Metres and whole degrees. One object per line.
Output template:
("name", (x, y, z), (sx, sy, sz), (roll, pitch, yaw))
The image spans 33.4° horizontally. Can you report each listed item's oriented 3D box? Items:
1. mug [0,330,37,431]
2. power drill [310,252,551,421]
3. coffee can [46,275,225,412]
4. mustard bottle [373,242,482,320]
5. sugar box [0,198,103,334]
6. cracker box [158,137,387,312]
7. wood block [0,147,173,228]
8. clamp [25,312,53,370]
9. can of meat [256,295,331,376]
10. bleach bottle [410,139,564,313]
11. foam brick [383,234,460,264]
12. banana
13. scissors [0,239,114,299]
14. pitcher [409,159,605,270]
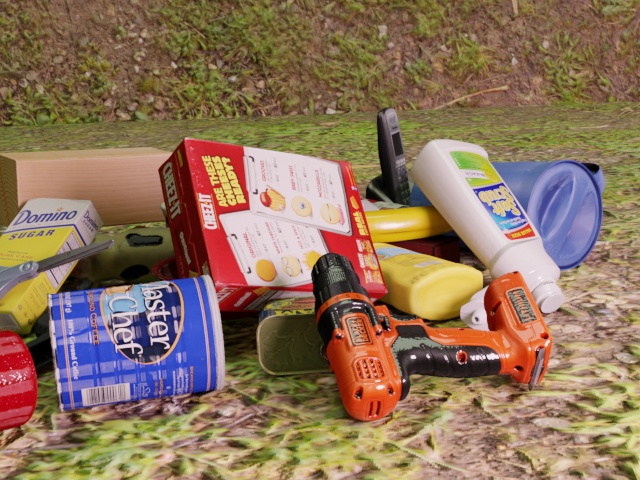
("mug", (-0.289, 0.123, 0.869), (0.081, 0.093, 0.117), (-8, -23, -42))
("power drill", (0.091, 0.072, 0.923), (0.187, 0.057, 0.184), (-5, 42, -9))
("coffee can", (-0.161, 0.088, 0.926), (0.140, 0.103, 0.103), (-6, 13, -13))
("mustard bottle", (0.086, 0.039, 1.184), (0.096, 0.058, 0.192), (-11, 15, -28))
("sugar box", (-0.326, 0.025, 1.193), (0.093, 0.048, 0.176), (3, 47, 24))
("cracker box", (-0.049, -0.009, 1.102), (0.213, 0.164, 0.072), (4, -30, -36))
("wood block", (-0.294, -0.066, 1.351), (0.205, 0.091, 0.090), (-6, 13, -31))
("clamp", (-0.245, 0.095, 1.065), (0.164, 0.036, 0.210), (-8, 12, -21))
("can of meat", (-0.009, 0.086, 1.008), (0.102, 0.057, 0.084), (-4, 11, -2))
("bleach bottle", (0.199, -0.014, 1.197), (0.102, 0.068, 0.251), (6, 36, -36))
("foam brick", (0.120, 0.021, 1.272), (0.078, 0.051, 0.052), (9, 18, 44))
("banana", (0.087, -0.022, 1.257), (0.197, 0.037, 0.070), (-4, 16, -10))
("scissors", (-0.316, 0.047, 1.116), (0.202, 0.016, 0.096), (-7, 47, 17))
("pitcher", (0.236, -0.046, 1.370), (0.149, 0.145, 0.243), (13, -2, -35))
